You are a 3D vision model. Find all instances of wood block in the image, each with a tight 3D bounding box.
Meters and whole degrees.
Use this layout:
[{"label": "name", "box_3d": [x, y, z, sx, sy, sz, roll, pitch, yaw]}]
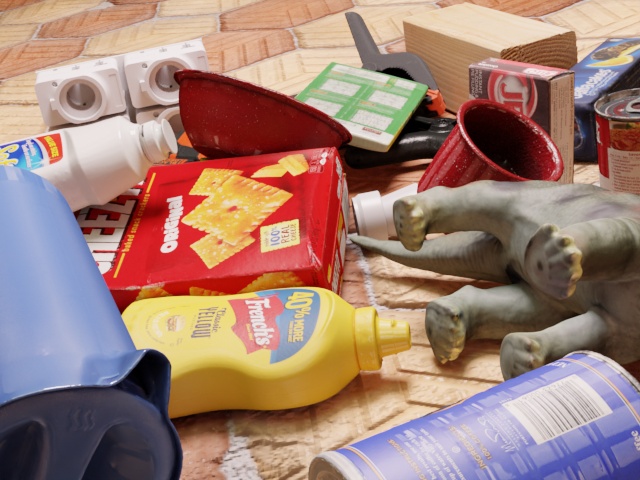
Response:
[{"label": "wood block", "box_3d": [0.177, -0.187, 1.135, 0.090, 0.091, 0.206, -18, 25, -17]}]

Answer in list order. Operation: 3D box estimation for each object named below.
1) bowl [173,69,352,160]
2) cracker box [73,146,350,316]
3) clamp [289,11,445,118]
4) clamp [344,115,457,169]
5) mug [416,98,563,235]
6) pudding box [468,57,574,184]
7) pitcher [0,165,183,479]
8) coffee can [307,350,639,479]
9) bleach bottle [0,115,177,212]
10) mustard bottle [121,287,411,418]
[{"label": "bowl", "box_3d": [-0.057, -0.089, 0.909, 0.162, 0.055, 0.162, 19, -6, 2]}, {"label": "cracker box", "box_3d": [-0.090, 0.004, 0.815, 0.214, 0.072, 0.164, -5, 35, 10]}, {"label": "clamp", "box_3d": [0.046, -0.169, 1.181, 0.164, 0.036, 0.210, -47, 47, -10]}, {"label": "clamp", "box_3d": [0.109, -0.094, 1.021, 0.172, 0.039, 0.120, 4, 32, 31]}, {"label": "mug", "box_3d": [0.133, -0.040, 0.824, 0.093, 0.082, 0.117, -8, 53, -39]}, {"label": "pudding box", "box_3d": [0.170, -0.093, 0.904, 0.039, 0.113, 0.090, -21, 26, -31]}, {"label": "pitcher", "box_3d": [-0.182, 0.067, 0.616, 0.149, 0.145, 0.243, -10, 37, -20]}, {"label": "coffee can", "box_3d": [0.079, 0.121, 0.484, 0.140, 0.103, 0.103, -19, 26, -19]}, {"label": "bleach bottle", "box_3d": [-0.231, -0.045, 0.829, 0.251, 0.068, 0.102, -18, 31, 9]}, {"label": "mustard bottle", "box_3d": [-0.037, 0.070, 0.694, 0.192, 0.058, 0.096, -5, 30, 9]}]
